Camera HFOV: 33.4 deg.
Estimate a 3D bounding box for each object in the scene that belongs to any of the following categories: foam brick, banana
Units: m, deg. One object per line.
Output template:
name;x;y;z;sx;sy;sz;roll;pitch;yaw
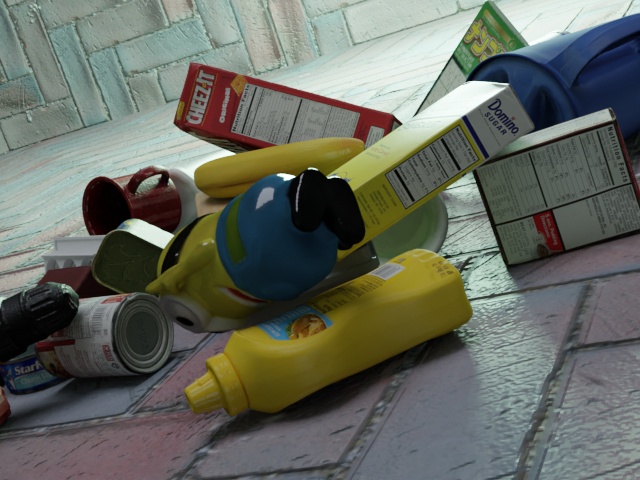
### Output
foam brick;-0.238;0.061;1.030;0.078;0.053;0.051;-6;46;41
banana;-0.052;-0.065;0.947;0.198;0.037;0.069;-5;20;43

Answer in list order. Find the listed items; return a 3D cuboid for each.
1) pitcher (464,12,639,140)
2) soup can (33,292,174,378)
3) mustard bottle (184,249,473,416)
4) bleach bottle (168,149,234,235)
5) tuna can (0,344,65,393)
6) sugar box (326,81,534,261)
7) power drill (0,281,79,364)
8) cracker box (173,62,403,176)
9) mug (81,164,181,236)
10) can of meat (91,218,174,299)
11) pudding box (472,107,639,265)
pitcher;0.264;-0.150;1.030;0.242;0.145;0.149;-26;24;-37
soup can;-0.180;0.079;0.887;0.102;0.068;0.068;-8;18;38
mustard bottle;0.000;0.067;0.712;0.191;0.058;0.096;-23;13;-16
bleach bottle;-0.132;-0.079;1.388;0.103;0.068;0.250;-49;-4;31
tuna can;-0.245;0.103;0.956;0.086;0.034;0.086;-18;14;4
sugar box;0.064;-0.055;0.800;0.176;0.048;0.093;-37;15;-5
power drill;-0.271;0.110;0.796;0.184;0.057;0.187;-25;24;5
cracker box;-0.013;-0.101;1.052;0.214;0.072;0.164;17;-1;20
mug;-0.211;-0.044;1.235;0.081;0.093;0.117;-19;-30;-47
can of meat;-0.159;0.023;1.018;0.057;0.102;0.084;-63;6;9
pudding box;0.179;-0.039;0.806;0.113;0.090;0.039;-18;17;14
